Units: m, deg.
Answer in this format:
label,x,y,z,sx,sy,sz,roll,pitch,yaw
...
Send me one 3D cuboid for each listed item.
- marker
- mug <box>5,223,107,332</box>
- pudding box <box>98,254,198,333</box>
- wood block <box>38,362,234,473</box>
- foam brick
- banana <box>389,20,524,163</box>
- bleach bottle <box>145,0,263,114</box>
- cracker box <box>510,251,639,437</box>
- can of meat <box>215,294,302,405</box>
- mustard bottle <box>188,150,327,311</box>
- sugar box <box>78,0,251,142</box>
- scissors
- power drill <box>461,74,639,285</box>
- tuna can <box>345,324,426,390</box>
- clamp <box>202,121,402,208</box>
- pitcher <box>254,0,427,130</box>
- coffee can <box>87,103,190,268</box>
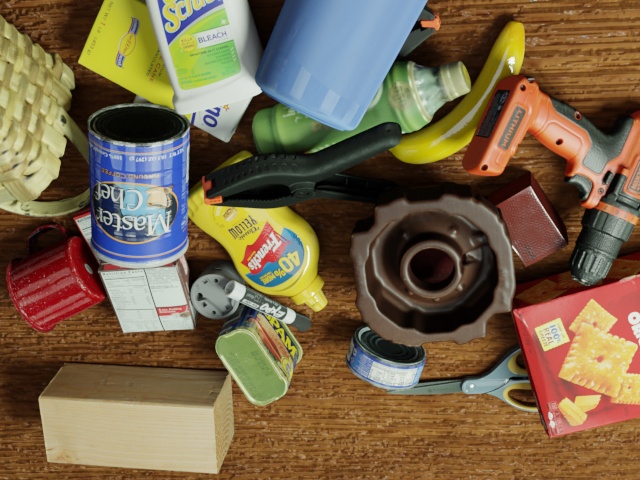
label,x,y,z,sx,sy,sz,roll,pitch,yaw
marker,-0.056,0.075,1.187,0.121,0.020,0.020,29,118,-37
mug,-0.297,0.036,1.208,0.081,0.093,0.117,-25,71,13
pudding box,-0.190,0.055,1.194,0.090,0.039,0.113,-3,134,6
wood block,-0.213,0.207,1.259,0.206,0.090,0.091,2,113,9
foam brick,0.216,-0.023,1.114,0.053,0.051,0.078,-30,105,20
banana,0.142,-0.136,1.085,0.198,0.037,0.069,-39,103,21
bleach bottle,-0.130,-0.250,1.003,0.103,0.068,0.251,-13,116,13
cracker box,0.321,0.105,1.131,0.214,0.072,0.164,-15,110,9
can of meat,-0.070,0.123,1.203,0.057,0.084,0.102,-27,106,19
mustard bottle,-0.058,0.002,1.164,0.096,0.058,0.191,-34,104,22
sugar box,-0.151,-0.185,1.106,0.176,0.048,0.093,28,114,-2
scissors,0.180,0.148,1.211,0.202,0.016,0.096,9,112,5
power drill,0.237,-0.066,1.050,0.187,0.057,0.184,23,91,-16
tuna can,0.073,0.128,1.182,0.086,0.086,0.034,17,113,1
clamp,-0.012,-0.060,1.083,0.210,0.164,0.036,-10,68,8
pitcher,0.028,-0.234,0.988,0.145,0.149,0.243,25,100,-10
coffee can,-0.186,-0.057,1.096,0.103,0.102,0.140,8,119,5
